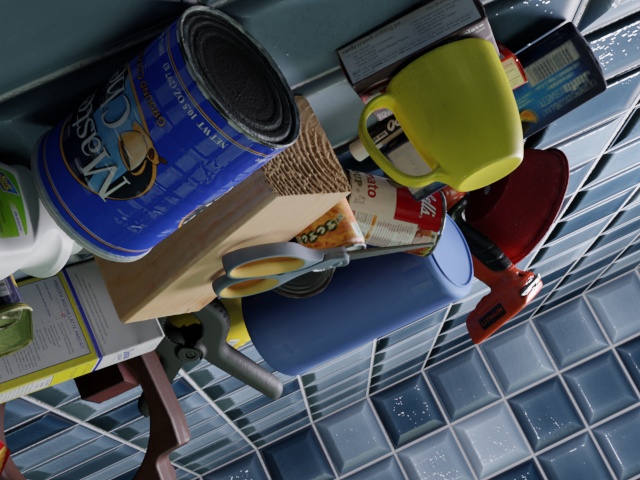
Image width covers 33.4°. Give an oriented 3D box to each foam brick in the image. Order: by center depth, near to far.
[{"bbox_3d":[-0.238,0.129,1.145,0.053,0.078,0.051,-25,166,3],"label":"foam brick"}]

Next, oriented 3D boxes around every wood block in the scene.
[{"bbox_3d":[-0.087,-0.023,0.856,0.090,0.090,0.206,-8,157,-49],"label":"wood block"}]

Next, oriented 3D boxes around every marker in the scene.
[{"bbox_3d":[0.078,-0.111,0.966,0.121,0.020,0.020,-33,164,24],"label":"marker"}]

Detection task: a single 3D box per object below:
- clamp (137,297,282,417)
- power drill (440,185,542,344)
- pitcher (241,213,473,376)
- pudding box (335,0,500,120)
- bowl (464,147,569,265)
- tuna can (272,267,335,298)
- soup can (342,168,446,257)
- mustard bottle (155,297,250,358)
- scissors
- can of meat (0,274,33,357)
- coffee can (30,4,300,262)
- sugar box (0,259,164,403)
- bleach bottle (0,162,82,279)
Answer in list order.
[{"bbox_3d":[-0.146,0.115,1.143,0.164,0.036,0.210,-14,130,8],"label":"clamp"},{"bbox_3d":[0.144,0.025,1.217,0.057,0.187,0.185,-39,175,-46],"label":"power drill"},{"bbox_3d":[0.034,0.046,1.167,0.243,0.145,0.149,-26,173,31],"label":"pitcher"},{"bbox_3d":[0.076,-0.142,0.818,0.113,0.039,0.090,-28,165,10],"label":"pudding box"},{"bbox_3d":[0.217,-0.048,1.243,0.055,0.162,0.162,28,141,-17],"label":"bowl"},{"bbox_3d":[-0.024,0.014,1.089,0.086,0.086,0.033,-34,-166,28],"label":"tuna can"},{"bbox_3d":[0.061,-0.027,1.031,0.102,0.068,0.069,12,152,-16],"label":"soup can"},{"bbox_3d":[-0.156,0.105,1.235,0.096,0.058,0.191,-31,165,30],"label":"mustard bottle"},{"bbox_3d":[-0.005,0.022,0.886,0.201,0.016,0.096,0,156,-41],"label":"scissors"},{"bbox_3d":[-0.254,0.036,0.788,0.057,0.084,0.102,-20,164,-20],"label":"can of meat"},{"bbox_3d":[-0.097,-0.064,0.670,0.140,0.103,0.102,-34,163,27],"label":"coffee can"},{"bbox_3d":[-0.237,0.078,0.942,0.175,0.093,0.048,-16,163,-32],"label":"sugar box"},{"bbox_3d":[-0.224,-0.009,0.647,0.068,0.102,0.250,-26,165,18],"label":"bleach bottle"}]
